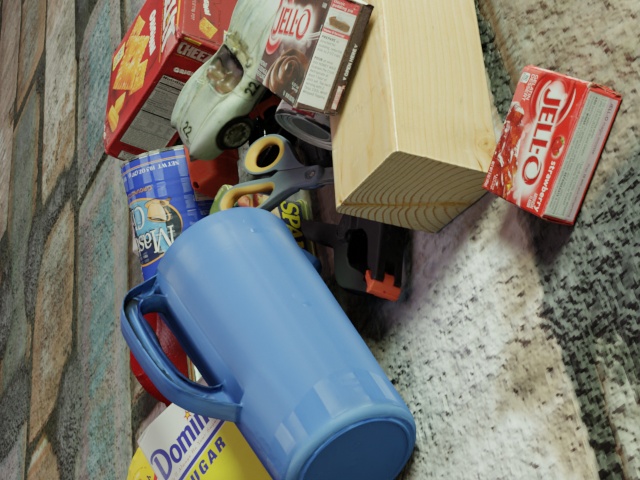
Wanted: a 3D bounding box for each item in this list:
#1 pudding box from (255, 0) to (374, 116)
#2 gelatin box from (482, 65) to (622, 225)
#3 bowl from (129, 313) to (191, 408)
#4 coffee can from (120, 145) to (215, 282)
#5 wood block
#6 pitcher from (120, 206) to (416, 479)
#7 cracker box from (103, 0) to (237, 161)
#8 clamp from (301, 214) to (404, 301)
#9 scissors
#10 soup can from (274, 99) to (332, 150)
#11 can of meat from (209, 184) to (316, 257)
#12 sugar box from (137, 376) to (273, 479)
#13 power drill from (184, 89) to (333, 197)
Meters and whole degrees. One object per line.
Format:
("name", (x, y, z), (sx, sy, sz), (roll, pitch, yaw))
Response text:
("pudding box", (-0.007, -0.151, 0.815), (0.114, 0.039, 0.090), (45, 119, 61))
("gelatin box", (0.146, -0.063, 0.686), (0.073, 0.030, 0.089), (39, 114, 61))
("bowl", (-0.177, 0.114, 1.225), (0.162, 0.055, 0.162), (-38, 46, 53))
("coffee can", (-0.147, -0.020, 1.123), (0.103, 0.102, 0.140), (-22, 79, 59))
("wood block", (0.064, -0.122, 0.810), (0.090, 0.090, 0.206), (-44, 42, 50))
("pitcher", (-0.039, 0.093, 0.827), (0.149, 0.144, 0.243), (-42, 46, 4))
("cracker box", (-0.168, -0.207, 1.181), (0.214, 0.072, 0.164), (-46, 36, 44))
("clamp", (0.036, -0.019, 0.880), (0.120, 0.039, 0.171), (-68, 28, 22))
("scissors", (-0.008, -0.068, 0.915), (0.202, 0.016, 0.096), (-18, 49, 34))
("soup can", (0.011, -0.137, 0.918), (0.069, 0.068, 0.102), (5, 68, 64))
("can of meat", (-0.057, 0.001, 1.001), (0.058, 0.083, 0.102), (-53, 35, 41))
("sugar box", (-0.072, 0.204, 0.873), (0.093, 0.048, 0.176), (-44, 65, 13))
("power drill", (-0.054, -0.112, 1.030), (0.188, 0.057, 0.184), (-30, 61, 38))
